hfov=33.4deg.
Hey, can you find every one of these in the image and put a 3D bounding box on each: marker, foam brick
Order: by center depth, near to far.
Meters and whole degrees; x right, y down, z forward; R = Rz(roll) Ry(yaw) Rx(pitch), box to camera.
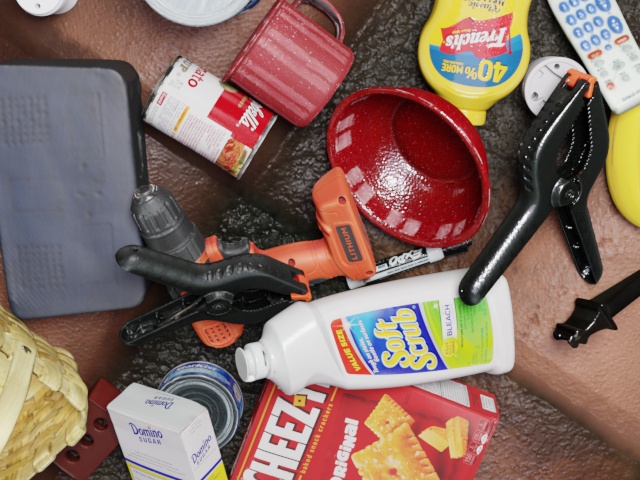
[{"bbox_3d":[0.082,0.018,0.991,0.121,0.020,0.020,-18,103,7],"label":"marker"},{"bbox_3d":[-0.220,0.182,1.028,0.053,0.051,0.078,40,102,-8],"label":"foam brick"}]

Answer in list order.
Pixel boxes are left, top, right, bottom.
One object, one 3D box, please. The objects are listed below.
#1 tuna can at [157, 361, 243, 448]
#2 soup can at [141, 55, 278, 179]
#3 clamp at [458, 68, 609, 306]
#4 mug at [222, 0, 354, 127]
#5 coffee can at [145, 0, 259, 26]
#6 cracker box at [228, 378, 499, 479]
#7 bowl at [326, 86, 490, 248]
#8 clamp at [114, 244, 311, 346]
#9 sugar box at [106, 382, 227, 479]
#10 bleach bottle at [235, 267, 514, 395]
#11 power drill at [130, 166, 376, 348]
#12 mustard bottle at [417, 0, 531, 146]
[{"bbox_3d":[-0.118,0.162,1.028,0.086,0.033,0.086,1,104,2],"label":"tuna can"},{"bbox_3d":[-0.098,-0.108,0.941,0.102,0.068,0.068,32,103,-5],"label":"soup can"},{"bbox_3d":[0.192,-0.039,0.908,0.164,0.036,0.210,-14,121,-31],"label":"clamp"},{"bbox_3d":[-0.020,-0.161,0.922,0.081,0.093,0.117,35,66,-11],"label":"mug"},{"bbox_3d":[-0.092,-0.230,0.872,0.103,0.140,0.103,1,104,2],"label":"coffee can"},{"bbox_3d":[0.040,0.192,1.010,0.213,0.072,0.164,21,104,-2],"label":"cracker box"},{"bbox_3d":[0.086,-0.074,0.926,0.162,0.055,0.162,25,139,23],"label":"bowl"},{"bbox_3d":[-0.094,0.038,0.905,0.171,0.039,0.120,-11,146,-6],"label":"clamp"},{"bbox_3d":[-0.132,0.221,0.995,0.093,0.048,0.176,12,125,32],"label":"sugar box"},{"bbox_3d":[0.048,0.090,0.932,0.250,0.068,0.102,-10,102,-24],"label":"bleach bottle"},{"bbox_3d":[-0.056,0.001,0.948,0.188,0.057,0.184,-18,129,7],"label":"power drill"},{"bbox_3d":[0.134,-0.177,0.920,0.096,0.058,0.192,9,105,2],"label":"mustard bottle"}]
